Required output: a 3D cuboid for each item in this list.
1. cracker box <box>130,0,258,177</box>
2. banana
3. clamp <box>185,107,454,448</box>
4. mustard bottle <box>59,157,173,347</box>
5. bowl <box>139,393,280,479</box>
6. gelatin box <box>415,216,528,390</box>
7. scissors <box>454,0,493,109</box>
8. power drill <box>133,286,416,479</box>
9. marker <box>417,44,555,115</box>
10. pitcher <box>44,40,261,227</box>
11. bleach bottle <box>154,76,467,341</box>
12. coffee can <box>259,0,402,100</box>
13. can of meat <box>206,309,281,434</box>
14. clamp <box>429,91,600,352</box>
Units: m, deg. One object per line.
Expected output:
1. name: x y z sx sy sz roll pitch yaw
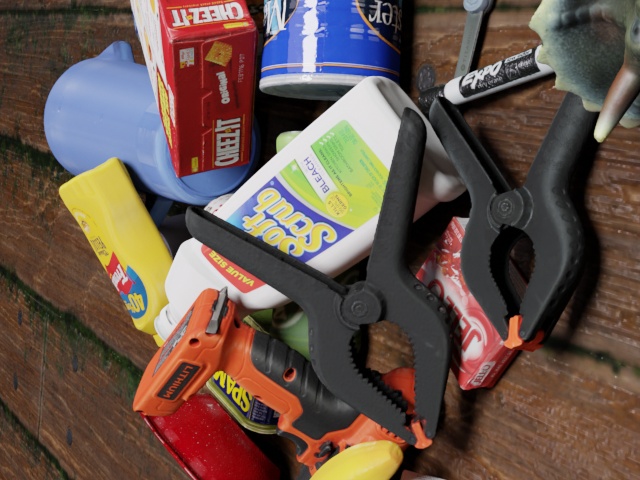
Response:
1. cracker box: -0.108 -0.186 0.852 0.164 0.072 0.214 98 156 -58
2. banana: 0.011 0.203 0.749 0.070 0.037 0.198 19 124 15
3. clamp: 0.015 0.038 0.681 0.036 0.165 0.210 -52 -55 -75
4. mustard bottle: -0.165 0.022 0.968 0.191 0.058 0.096 62 152 -8
5. bowl: -0.085 0.183 0.913 0.055 0.162 0.162 -43 36 -9
6. gelatin box: 0.099 0.040 0.693 0.073 0.030 0.089 -62 41 37
7. scissors: 0.098 -0.177 0.712 0.096 0.016 0.202 51 130 41
8. power drill: -0.034 0.128 0.766 0.185 0.187 0.057 -53 15 31
9. marker: 0.107 -0.102 0.680 0.121 0.020 0.020 -14 77 49
10. pitcher: -0.163 -0.094 1.030 0.243 0.145 0.149 19 146 54
11. bleach bottle: -0.022 0.000 0.752 0.251 0.068 0.102 -41 79 23
12. coffee can: 0.009 -0.177 0.774 0.103 0.102 0.140 4 92 58
13. can of meat: -0.048 0.102 0.902 0.102 0.057 0.084 35 116 53
14. clamp: 0.125 -0.024 0.626 0.120 0.039 0.171 -23 70 43
